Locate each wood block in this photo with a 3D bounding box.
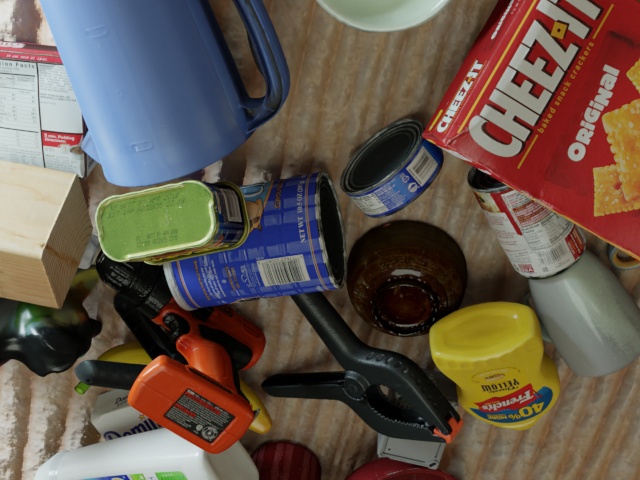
[{"bbox_3d":[-0.316,-0.017,0.926,0.206,0.090,0.091,11,147,6],"label":"wood block"}]

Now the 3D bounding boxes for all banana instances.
[{"bbox_3d":[-0.139,0.140,1.055,0.197,0.069,0.037,14,161,-12],"label":"banana"}]

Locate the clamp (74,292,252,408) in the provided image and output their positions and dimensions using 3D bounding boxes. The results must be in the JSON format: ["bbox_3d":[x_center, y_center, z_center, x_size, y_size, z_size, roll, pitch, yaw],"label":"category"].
[{"bbox_3d":[-0.142,0.117,1.010,0.171,0.120,0.039,29,131,-19],"label":"clamp"}]

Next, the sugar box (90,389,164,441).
[{"bbox_3d":[-0.156,0.225,1.124,0.093,0.048,0.176,-20,120,20],"label":"sugar box"}]

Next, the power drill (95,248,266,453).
[{"bbox_3d":[-0.125,0.091,0.947,0.184,0.187,0.057,33,110,-19],"label":"power drill"}]

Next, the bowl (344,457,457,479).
[{"bbox_3d":[0.068,0.277,1.109,0.162,0.055,0.162,-11,128,-15],"label":"bowl"}]

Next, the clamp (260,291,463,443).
[{"bbox_3d":[0.033,0.133,1.001,0.210,0.036,0.165,33,135,14],"label":"clamp"}]

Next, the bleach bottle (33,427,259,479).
[{"bbox_3d":[-0.193,0.246,1.081,0.251,0.068,0.102,-15,121,27],"label":"bleach bottle"}]

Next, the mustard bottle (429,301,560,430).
[{"bbox_3d":[0.171,0.128,0.993,0.096,0.058,0.191,-15,143,15],"label":"mustard bottle"}]

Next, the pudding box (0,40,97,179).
[{"bbox_3d":[-0.240,-0.111,0.912,0.090,0.039,0.113,7,122,4],"label":"pudding box"}]

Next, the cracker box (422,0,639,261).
[{"bbox_3d":[0.213,-0.096,0.814,0.213,0.072,0.164,28,95,-13],"label":"cracker box"}]

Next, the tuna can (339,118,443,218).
[{"bbox_3d":[0.059,-0.059,0.884,0.086,0.086,0.033,-32,117,24],"label":"tuna can"}]

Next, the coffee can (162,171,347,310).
[{"bbox_3d":[-0.056,0.001,0.927,0.140,0.102,0.103,-9,122,12],"label":"coffee can"}]

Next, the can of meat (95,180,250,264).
[{"bbox_3d":[-0.116,-0.015,0.844,0.102,0.084,0.057,-11,87,11],"label":"can of meat"}]

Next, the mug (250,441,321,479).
[{"bbox_3d":[-0.053,0.261,1.114,0.117,0.081,0.093,24,123,-10],"label":"mug"}]

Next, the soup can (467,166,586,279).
[{"bbox_3d":[0.176,-0.025,0.904,0.069,0.068,0.102,-22,119,20],"label":"soup can"}]

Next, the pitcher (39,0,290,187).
[{"bbox_3d":[-0.135,-0.174,0.807,0.149,0.145,0.243,-30,120,-19],"label":"pitcher"}]
